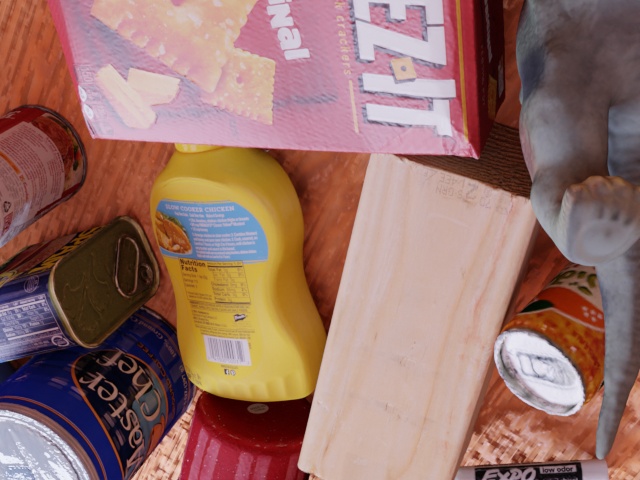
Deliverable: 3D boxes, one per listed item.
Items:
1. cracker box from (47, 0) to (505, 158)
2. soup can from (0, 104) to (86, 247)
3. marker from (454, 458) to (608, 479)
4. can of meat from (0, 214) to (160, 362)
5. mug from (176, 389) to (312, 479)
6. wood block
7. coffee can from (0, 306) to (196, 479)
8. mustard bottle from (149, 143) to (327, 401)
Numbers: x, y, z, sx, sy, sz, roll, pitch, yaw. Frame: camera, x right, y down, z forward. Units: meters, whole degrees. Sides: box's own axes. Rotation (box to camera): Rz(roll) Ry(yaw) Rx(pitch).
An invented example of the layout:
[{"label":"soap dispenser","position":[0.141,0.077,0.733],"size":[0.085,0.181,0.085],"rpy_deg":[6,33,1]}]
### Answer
[{"label":"cracker box","position":[-0.026,-0.126,0.504],"size":[0.214,0.072,0.164],"rpy_deg":[5,128,19]},{"label":"soup can","position":[-0.198,-0.036,0.652],"size":[0.068,0.102,0.068],"rpy_deg":[8,116,17]},{"label":"marker","position":[0.113,0.145,0.651],"size":[0.121,0.020,0.020],"rpy_deg":[-4,113,6]},{"label":"can of meat","position":[-0.164,0.032,0.672],"size":[0.084,0.102,0.057],"rpy_deg":[-14,108,27]},{"label":"mug","position":[-0.036,0.146,0.683],"size":[0.117,0.093,0.081],"rpy_deg":[21,114,17]},{"label":"wood block","position":[0.060,0.039,0.598],"size":[0.090,0.090,0.206],"rpy_deg":[19,119,12]},{"label":"coffee can","position":[-0.154,0.114,0.682],"size":[0.103,0.140,0.103],"rpy_deg":[8,116,17]},{"label":"mustard bottle","position":[-0.054,0.001,0.640],"size":[0.096,0.058,0.191],"rpy_deg":[4,115,32]}]
